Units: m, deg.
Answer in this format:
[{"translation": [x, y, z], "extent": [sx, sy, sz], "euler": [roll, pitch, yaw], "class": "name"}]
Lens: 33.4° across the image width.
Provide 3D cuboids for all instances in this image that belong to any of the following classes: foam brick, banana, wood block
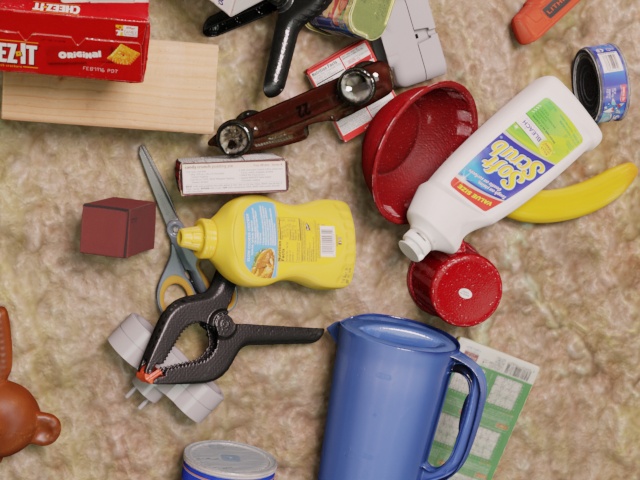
[{"translation": [-0.208, -0.014, 1.104], "extent": [0.051, 0.078, 0.053], "euler": [7, 98, 12], "class": "foam brick"}, {"translation": [0.264, -0.054, 1.200], "extent": [0.197, 0.037, 0.069], "euler": [0, 99, -9], "class": "banana"}, {"translation": [-0.210, -0.160, 1.079], "extent": [0.206, 0.091, 0.090], "euler": [3, 98, -10], "class": "wood block"}]

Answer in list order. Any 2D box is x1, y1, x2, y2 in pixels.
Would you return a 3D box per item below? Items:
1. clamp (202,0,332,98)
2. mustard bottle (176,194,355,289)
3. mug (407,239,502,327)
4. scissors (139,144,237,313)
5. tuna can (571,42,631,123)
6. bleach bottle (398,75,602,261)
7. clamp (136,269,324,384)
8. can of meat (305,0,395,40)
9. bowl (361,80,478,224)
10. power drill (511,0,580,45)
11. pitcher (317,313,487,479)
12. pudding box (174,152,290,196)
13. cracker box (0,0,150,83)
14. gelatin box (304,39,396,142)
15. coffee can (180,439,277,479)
[{"translation": [-0.045, -0.244, 1.089], "extent": [0.120, 0.039, 0.171], "euler": [36, 98, 19], "class": "clamp"}, {"translation": [-0.058, 0.001, 1.114], "extent": [0.191, 0.058, 0.096], "euler": [3, 82, -29], "class": "mustard bottle"}, {"translation": [0.149, 0.036, 1.172], "extent": [0.093, 0.081, 0.117], "euler": [-5, 99, -9], "class": "mug"}, {"translation": [-0.167, 0.005, 1.150], "extent": [0.096, 0.016, 0.201], "euler": [-37, 103, -4], "class": "scissors"}, {"translation": [0.305, -0.171, 1.164], "extent": [0.033, 0.086, 0.086], "euler": [-9, 100, -6], "class": "tuna can"}, {"translation": [0.183, -0.063, 1.136], "extent": [0.250, 0.068, 0.102], "euler": [-43, 98, -18], "class": "bleach bottle"}, {"translation": [-0.109, 0.077, 1.132], "extent": [0.209, 0.036, 0.164], "euler": [-29, 99, -27], "class": "clamp"}, {"translation": [0.035, -0.259, 1.099], "extent": [0.057, 0.084, 0.102], "euler": [13, 97, -37], "class": "can of meat"}, {"translation": [0.095, -0.100, 1.133], "extent": [0.161, 0.055, 0.162], "euler": [-27, 132, -34], "class": "bowl"}, {"translation": [0.189, -0.303, 1.139], "extent": [0.184, 0.057, 0.187], "euler": [-41, 103, -1], "class": "power drill"}, {"translation": [0.074, 0.210, 1.161], "extent": [0.144, 0.149, 0.243], "euler": [6, 101, -22], "class": "pitcher"}, {"translation": [-0.093, -0.068, 1.113], "extent": [0.113, 0.090, 0.039], "euler": [-5, 99, -9], "class": "pudding box"}, {"translation": [-0.244, -0.229, 1.002], "extent": [0.164, 0.214, 0.072], "euler": [3, 126, -11], "class": "cracker box"}, {"translation": [0.035, -0.162, 1.150], "extent": [0.073, 0.030, 0.089], "euler": [-30, 102, -2], "class": "gelatin box"}, {"translation": [-0.107, 0.301, 1.161], "extent": [0.102, 0.103, 0.140], "euler": [7, 97, -10], "class": "coffee can"}]
